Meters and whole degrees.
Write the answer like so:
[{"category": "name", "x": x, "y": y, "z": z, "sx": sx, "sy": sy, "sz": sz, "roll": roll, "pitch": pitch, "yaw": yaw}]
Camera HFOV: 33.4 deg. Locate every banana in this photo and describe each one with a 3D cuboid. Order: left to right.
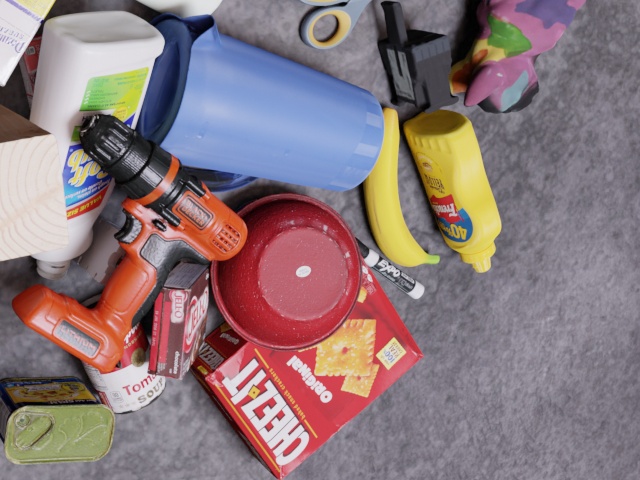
[{"category": "banana", "x": 0.078, "y": -0.045, "z": 1.175, "sx": 0.069, "sy": 0.037, "sz": 0.198, "roll": -38, "pitch": 122, "yaw": -36}]

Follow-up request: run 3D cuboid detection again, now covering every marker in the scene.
[{"category": "marker", "x": 0.071, "y": 0.030, "z": 1.200, "sx": 0.121, "sy": 0.020, "sz": 0.020, "roll": 35, "pitch": 86, "yaw": -32}]

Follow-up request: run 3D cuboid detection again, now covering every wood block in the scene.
[{"category": "wood block", "x": -0.280, "y": -0.053, "z": 0.864, "sx": 0.090, "sy": 0.206, "sz": 0.090, "roll": -13, "pitch": 110, "yaw": -27}]

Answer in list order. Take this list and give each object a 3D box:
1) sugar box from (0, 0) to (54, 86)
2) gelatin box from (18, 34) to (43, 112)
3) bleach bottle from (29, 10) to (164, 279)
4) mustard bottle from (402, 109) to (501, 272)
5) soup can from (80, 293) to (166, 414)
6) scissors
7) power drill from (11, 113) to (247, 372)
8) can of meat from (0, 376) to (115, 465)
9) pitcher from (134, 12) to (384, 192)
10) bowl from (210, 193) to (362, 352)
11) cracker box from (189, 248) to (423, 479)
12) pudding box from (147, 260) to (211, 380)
[{"category": "sugar box", "x": -0.249, "y": -0.219, "z": 0.901, "sx": 0.048, "sy": 0.093, "sz": 0.176, "roll": 34, "pitch": 86, "yaw": -30}, {"category": "gelatin box", "x": -0.230, "y": -0.146, "z": 0.970, "sx": 0.073, "sy": 0.030, "sz": 0.089, "roll": -19, "pitch": 113, "yaw": -25}, {"category": "bleach bottle", "x": -0.214, "y": -0.075, "z": 0.951, "sx": 0.102, "sy": 0.068, "sz": 0.251, "roll": -19, "pitch": 137, "yaw": -45}, {"category": "mustard bottle", "x": 0.154, "y": -0.048, "z": 1.179, "sx": 0.058, "sy": 0.096, "sz": 0.191, "roll": -32, "pitch": 118, "yaw": -19}, {"category": "soup can", "x": -0.199, "y": 0.110, "z": 1.040, "sx": 0.068, "sy": 0.069, "sz": 0.102, "roll": -29, "pitch": 117, "yaw": -20}, {"category": "scissors", "x": 0.055, "y": -0.245, "z": 1.113, "sx": 0.201, "sy": 0.016, "sz": 0.096, "roll": -3, "pitch": 107, "yaw": -29}, {"category": "power drill", "x": -0.176, "y": 0.007, "z": 0.916, "sx": 0.187, "sy": 0.057, "sz": 0.184, "roll": -50, "pitch": 122, "yaw": -1}, {"category": "can of meat", "x": -0.258, "y": 0.168, "z": 1.013, "sx": 0.101, "sy": 0.084, "sz": 0.057, "roll": 3, "pitch": 102, "yaw": -31}, {"category": "pitcher", "x": -0.066, "y": -0.114, "z": 1.026, "sx": 0.242, "sy": 0.149, "sz": 0.145, "roll": 12, "pitch": 84, "yaw": -36}, {"category": "bowl", "x": -0.025, "y": 0.033, "z": 1.060, "sx": 0.162, "sy": 0.055, "sz": 0.162, "roll": 0, "pitch": 90, "yaw": -18}, {"category": "cracker box", "x": -0.014, "y": 0.126, "z": 1.148, "sx": 0.213, "sy": 0.072, "sz": 0.164, "roll": -39, "pitch": 119, "yaw": -14}, {"category": "pudding box", "x": -0.136, "y": 0.075, "z": 1.041, "sx": 0.039, "sy": 0.113, "sz": 0.090, "roll": 9, "pitch": 102, "yaw": 2}]
